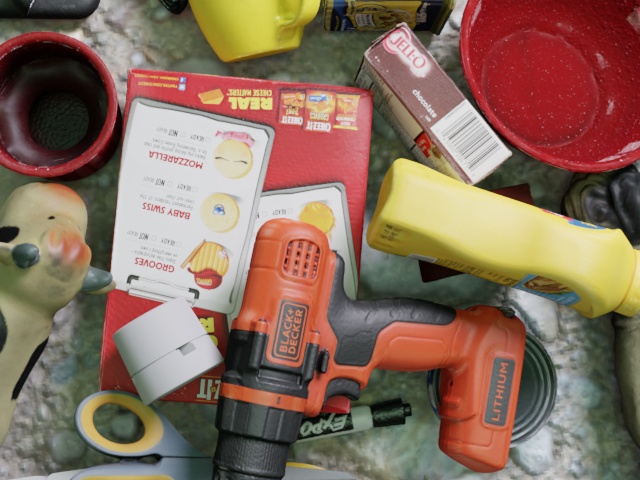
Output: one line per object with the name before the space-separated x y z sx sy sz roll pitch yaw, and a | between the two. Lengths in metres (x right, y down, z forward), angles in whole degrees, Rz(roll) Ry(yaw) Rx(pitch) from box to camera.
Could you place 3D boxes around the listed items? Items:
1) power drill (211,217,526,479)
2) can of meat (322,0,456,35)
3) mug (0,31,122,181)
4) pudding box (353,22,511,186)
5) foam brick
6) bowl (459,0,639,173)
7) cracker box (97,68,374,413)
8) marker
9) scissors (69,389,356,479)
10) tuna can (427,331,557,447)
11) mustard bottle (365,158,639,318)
power drill | 0.029 0.092 0.652 0.187 0.057 0.184 14 84 -24
can of meat | 0.043 -0.174 0.718 0.084 0.102 0.057 -1 87 -1
mug | -0.187 -0.090 0.710 0.117 0.081 0.093 33 85 -1
pudding box | 0.072 -0.085 0.719 0.039 0.090 0.113 -37 89 -3
foam brick | 0.106 -0.005 0.734 0.078 0.051 0.053 -13 87 -3
bowl | 0.162 -0.115 0.731 0.162 0.055 0.162 4 74 -13
cracker box | -0.055 0.001 0.717 0.164 0.072 0.214 5 87 -1
marker | 0.003 0.127 0.737 0.121 0.020 0.020 -10 87 -4
scissors | -0.073 0.132 0.681 0.201 0.016 0.096 -6 65 -36
tuna can | 0.117 0.099 0.737 0.086 0.034 0.086 0 86 -3
mustard bottle | 0.127 0.005 0.659 0.191 0.096 0.058 18 84 -1
